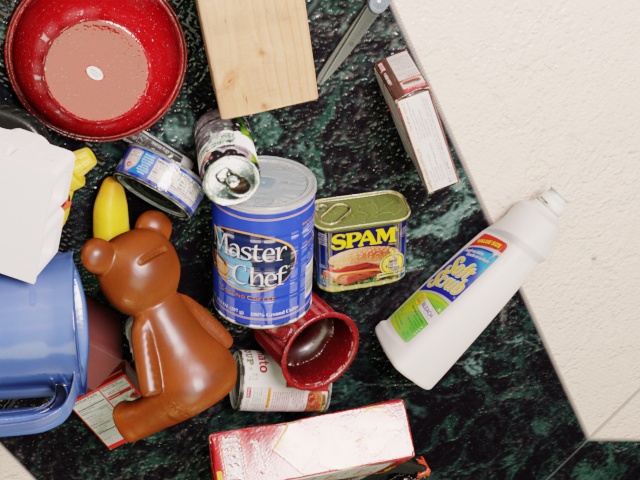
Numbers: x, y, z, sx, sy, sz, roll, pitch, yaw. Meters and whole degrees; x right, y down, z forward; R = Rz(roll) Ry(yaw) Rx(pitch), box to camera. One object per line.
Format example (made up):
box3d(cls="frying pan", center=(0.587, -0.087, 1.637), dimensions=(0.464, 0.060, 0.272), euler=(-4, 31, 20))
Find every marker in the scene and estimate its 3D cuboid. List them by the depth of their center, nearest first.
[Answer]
box3d(cls="marker", center=(-0.153, -0.085, 1.028), dimensions=(0.121, 0.020, 0.020), euler=(31, 111, -29))

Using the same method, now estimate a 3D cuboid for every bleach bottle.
box3d(cls="bleach bottle", center=(0.170, 0.040, 1.152), dimensions=(0.068, 0.102, 0.251), euler=(36, 102, -24))

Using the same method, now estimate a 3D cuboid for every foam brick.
box3d(cls="foam brick", center=(-0.240, 0.104, 1.096), dimensions=(0.051, 0.078, 0.053), euler=(32, 112, -30))

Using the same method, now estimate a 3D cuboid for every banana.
box3d(cls="banana", center=(-0.186, 0.023, 1.082), dimensions=(0.069, 0.037, 0.197), euler=(-35, 125, -6))

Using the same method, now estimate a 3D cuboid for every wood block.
box3d(cls="wood block", center=(-0.065, -0.222, 0.916), dimensions=(0.090, 0.091, 0.206), euler=(-13, 124, -6))

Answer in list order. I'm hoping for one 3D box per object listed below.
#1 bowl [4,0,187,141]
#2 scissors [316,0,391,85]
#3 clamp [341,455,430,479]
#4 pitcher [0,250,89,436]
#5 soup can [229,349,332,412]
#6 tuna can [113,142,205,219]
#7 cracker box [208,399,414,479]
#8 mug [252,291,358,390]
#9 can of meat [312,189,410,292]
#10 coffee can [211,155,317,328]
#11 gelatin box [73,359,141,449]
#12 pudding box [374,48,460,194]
box3d(cls="bowl", center=(-0.196, -0.155, 0.937), dimensions=(0.162, 0.055, 0.162), euler=(-4, 115, -9))
box3d(cls="scissors", center=(0.047, -0.238, 0.979), dimensions=(0.202, 0.016, 0.096), euler=(-38, 121, 12))
box3d(cls="clamp", center=(0.051, 0.311, 1.324), dimensions=(0.171, 0.039, 0.120), euler=(-6, 125, -10))
box3d(cls="pitcher", center=(-0.329, 0.093, 0.948), dimensions=(0.242, 0.149, 0.145), euler=(-6, 97, -9))
box3d(cls="soup can", center=(-0.045, 0.156, 1.182), dimensions=(0.102, 0.068, 0.068), euler=(4, 121, -15))
box3d(cls="tuna can", center=(-0.151, -0.055, 1.005), dimensions=(0.086, 0.086, 0.033), euler=(36, 76, -30))
box3d(cls="cracker box", center=(-0.017, 0.236, 1.194), dimensions=(0.213, 0.072, 0.164), euler=(-8, 164, -8))
box3d(cls="mug", center=(-0.028, 0.095, 1.123), dimensions=(0.117, 0.082, 0.093), euler=(23, 101, -41))
box3d(cls="can of meat", center=(0.040, 0.001, 1.109), dimensions=(0.102, 0.057, 0.084), euler=(-8, 126, -9))
box3d(cls="coffee can", center=(-0.057, 0.001, 1.057), dimensions=(0.102, 0.103, 0.140), euler=(-5, 124, -11))
box3d(cls="gelatin box", center=(-0.225, 0.181, 1.178), dimensions=(0.073, 0.030, 0.089), euler=(-27, 124, 6))
box3d(cls="pudding box", center=(0.093, -0.114, 1.025), dimensions=(0.039, 0.090, 0.113), euler=(-24, 124, 3))
